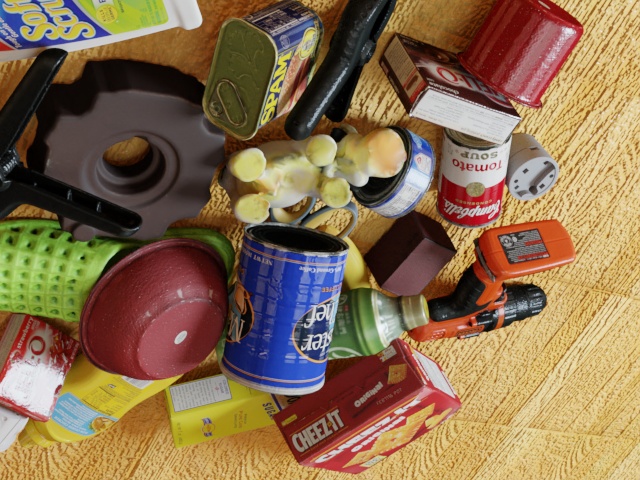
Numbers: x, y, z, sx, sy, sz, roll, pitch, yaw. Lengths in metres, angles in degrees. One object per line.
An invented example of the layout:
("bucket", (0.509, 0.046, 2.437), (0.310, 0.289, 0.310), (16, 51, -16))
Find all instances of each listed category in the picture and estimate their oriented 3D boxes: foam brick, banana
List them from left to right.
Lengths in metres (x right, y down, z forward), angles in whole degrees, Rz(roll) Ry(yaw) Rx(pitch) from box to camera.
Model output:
("banana", (0.021, 0.061, 1.154), (0.069, 0.037, 0.198), (-7, 132, -17))
("foam brick", (0.095, 0.016, 1.132), (0.051, 0.053, 0.078), (23, 119, -36))

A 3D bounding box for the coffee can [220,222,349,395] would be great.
("coffee can", (-0.035, 0.063, 1.022), (0.102, 0.103, 0.140), (4, 105, -25))

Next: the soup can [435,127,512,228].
("soup can", (0.153, -0.072, 1.065), (0.068, 0.068, 0.102), (-11, 133, -12))

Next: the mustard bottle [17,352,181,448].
("mustard bottle", (-0.243, 0.161, 1.123), (0.192, 0.058, 0.096), (-36, 138, 12))

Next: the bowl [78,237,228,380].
("bowl", (-0.145, 0.079, 1.015), (0.161, 0.055, 0.162), (-23, 135, -26))

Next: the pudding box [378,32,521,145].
("pudding box", (0.118, -0.138, 0.975), (0.113, 0.090, 0.039), (11, 126, -29))

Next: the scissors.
("scissors", (-0.057, 0.001, 1.080), (0.202, 0.016, 0.096), (-28, 118, 20))

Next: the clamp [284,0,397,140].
("clamp", (0.028, -0.165, 0.932), (0.039, 0.120, 0.171), (32, 104, 3))

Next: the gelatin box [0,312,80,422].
("gelatin box", (-0.287, 0.125, 1.056), (0.030, 0.089, 0.073), (-1, 151, 41))

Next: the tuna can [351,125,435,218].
("tuna can", (0.068, -0.066, 1.023), (0.033, 0.086, 0.086), (24, 118, -35))

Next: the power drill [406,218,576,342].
("power drill", (0.201, 0.048, 1.166), (0.184, 0.057, 0.188), (-11, 153, -25))

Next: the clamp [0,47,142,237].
("clamp", (-0.255, -0.054, 0.877), (0.210, 0.036, 0.164), (-16, 115, 24))

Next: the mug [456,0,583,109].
("mug", (0.190, -0.180, 0.976), (0.117, 0.093, 0.082), (-12, 138, -57))

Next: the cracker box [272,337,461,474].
("cracker box", (0.061, 0.195, 1.215), (0.164, 0.072, 0.213), (-34, 158, 8))

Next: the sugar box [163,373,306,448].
("sugar box", (-0.084, 0.181, 1.203), (0.176, 0.048, 0.093), (-11, 150, -9))

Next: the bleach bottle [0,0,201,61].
("bleach bottle", (-0.225, -0.179, 0.819), (0.250, 0.068, 0.102), (-18, 135, -3))

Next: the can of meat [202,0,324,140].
("can of meat", (-0.046, -0.146, 0.899), (0.083, 0.057, 0.102), (-38, 155, -49))
